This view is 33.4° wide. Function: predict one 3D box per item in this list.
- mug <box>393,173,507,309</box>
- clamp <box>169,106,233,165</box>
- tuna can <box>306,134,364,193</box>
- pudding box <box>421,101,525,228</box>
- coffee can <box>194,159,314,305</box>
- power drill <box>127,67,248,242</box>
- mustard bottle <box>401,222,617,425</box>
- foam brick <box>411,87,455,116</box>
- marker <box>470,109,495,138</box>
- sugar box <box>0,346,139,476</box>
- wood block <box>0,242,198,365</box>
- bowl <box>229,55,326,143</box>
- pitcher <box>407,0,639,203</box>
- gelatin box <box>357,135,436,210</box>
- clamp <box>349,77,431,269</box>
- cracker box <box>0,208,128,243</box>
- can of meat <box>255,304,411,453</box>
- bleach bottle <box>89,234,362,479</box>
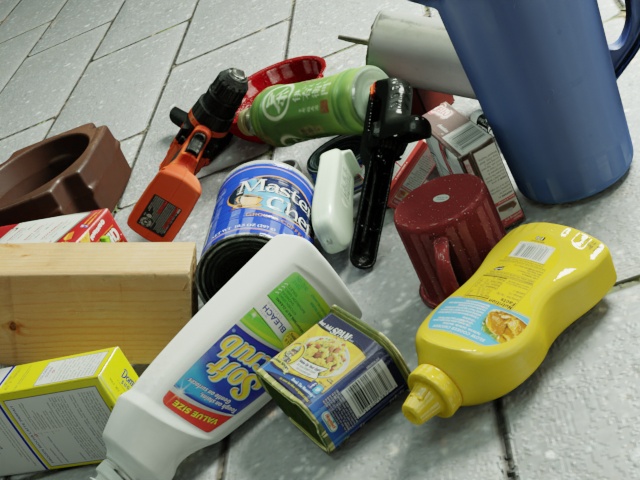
[{"bbox_3d":[0.109,0.005,0.872,0.093,0.081,0.117,-14,30,23],"label":"mug"},{"bbox_3d":[-0.161,-0.151,1.429,0.120,0.039,0.171,-18,29,21],"label":"clamp"},{"bbox_3d":[0.029,-0.084,1.149,0.086,0.033,0.086,-21,28,11],"label":"tuna can"},{"bbox_3d":[0.134,-0.066,0.965,0.039,0.090,0.113,-29,28,-1],"label":"pudding box"},{"bbox_3d":[-0.057,0.001,1.002,0.103,0.103,0.140,-19,28,15],"label":"coffee can"},{"bbox_3d":[-0.149,-0.095,1.227,0.185,0.057,0.187,-54,11,36],"label":"power drill"},{"bbox_3d":[0.126,0.064,0.779,0.191,0.058,0.096,-42,35,-27],"label":"mustard bottle"},{"bbox_3d":[0.100,-0.165,1.208,0.078,0.051,0.053,5,42,47],"label":"foam brick"},{"bbox_3d":[0.184,-0.107,1.070,0.020,0.020,0.121,-29,28,-5],"label":"marker"},{"bbox_3d":[-0.227,0.148,0.909,0.176,0.093,0.048,-10,31,28],"label":"sugar box"},{"bbox_3d":[-0.216,0.056,0.965,0.206,0.091,0.090,0,17,-2],"label":"wood block"},{"bbox_3d":[-0.056,-0.170,1.350,0.162,0.055,0.162,-21,28,11],"label":"bowl"},{"bbox_3d":[0.194,-0.160,0.908,0.149,0.242,0.144,1,38,42],"label":"pitcher"},{"bbox_3d":[0.079,-0.076,1.065,0.073,0.030,0.089,-56,24,11],"label":"gelatin box"},{"bbox_3d":[0.065,-0.097,0.998,0.036,0.165,0.210,15,44,-10],"label":"clamp"},{"bbox_3d":[-0.343,0.048,1.211,0.214,0.072,0.164,-9,32,33],"label":"cracker box"},{"bbox_3d":[0.010,0.105,0.815,0.084,0.057,0.102,-37,28,-15],"label":"can of meat"},{"bbox_3d":[-0.081,0.112,0.858,0.250,0.102,0.068,-47,25,-22],"label":"bleach bottle"}]
